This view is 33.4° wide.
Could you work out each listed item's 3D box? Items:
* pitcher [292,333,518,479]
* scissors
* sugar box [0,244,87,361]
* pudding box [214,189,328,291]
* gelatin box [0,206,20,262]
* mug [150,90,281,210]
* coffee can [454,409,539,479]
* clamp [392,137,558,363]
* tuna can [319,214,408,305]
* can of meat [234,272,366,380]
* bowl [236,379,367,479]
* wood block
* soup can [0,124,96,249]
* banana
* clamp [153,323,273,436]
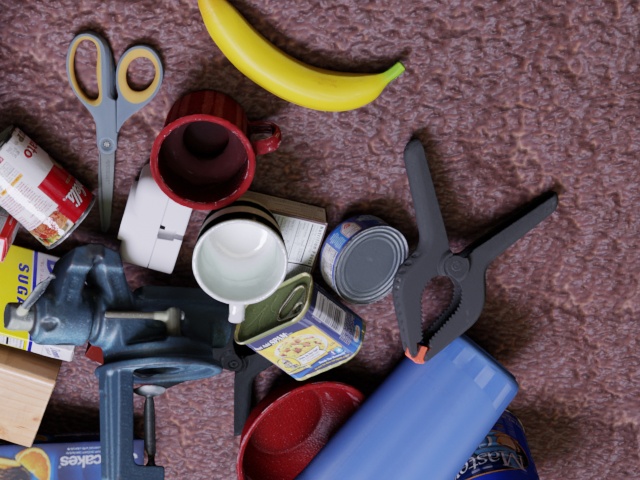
[{"bbox_3d":[0.090,0.208,1.097,0.145,0.149,0.243,40,89,-23],"label":"pitcher"},{"bbox_3d":[-0.182,-0.102,1.002,0.096,0.016,0.202,-8,119,2],"label":"scissors"},{"bbox_3d":[-0.314,0.049,1.035,0.176,0.093,0.048,14,157,-9],"label":"sugar box"},{"bbox_3d":[-0.057,0.001,1.051,0.113,0.039,0.090,13,116,-11],"label":"pudding box"},{"bbox_3d":[-0.334,-0.017,1.010,0.089,0.073,0.030,12,117,-9],"label":"gelatin box"},{"bbox_3d":[-0.093,-0.089,0.975,0.117,0.081,0.093,-11,118,4],"label":"mug"},{"bbox_3d":[0.183,0.258,1.142,0.103,0.140,0.103,-1,119,-2],"label":"coffee can"},{"bbox_3d":[0.118,0.013,1.031,0.164,0.036,0.210,26,91,-13],"label":"clamp"},{"bbox_3d":[0.042,0.018,1.048,0.086,0.034,0.086,-15,122,-26],"label":"tuna can"},{"bbox_3d":[-0.019,0.087,1.043,0.102,0.057,0.083,-27,127,37],"label":"can of meat"},{"bbox_3d":[-0.025,0.205,1.136,0.161,0.055,0.162,-14,122,-24],"label":"bowl"},{"bbox_3d":[-0.371,0.119,1.073,0.206,0.091,0.090,20,116,-12],"label":"wood block"},{"bbox_3d":[-0.271,-0.050,0.998,0.069,0.068,0.102,-39,113,17],"label":"soup can"},{"bbox_3d":[-0.026,-0.162,0.966,0.197,0.037,0.070,18,99,-13],"label":"banana"},{"bbox_3d":[-0.086,0.130,1.120,0.120,0.039,0.172,37,111,-25],"label":"clamp"}]
